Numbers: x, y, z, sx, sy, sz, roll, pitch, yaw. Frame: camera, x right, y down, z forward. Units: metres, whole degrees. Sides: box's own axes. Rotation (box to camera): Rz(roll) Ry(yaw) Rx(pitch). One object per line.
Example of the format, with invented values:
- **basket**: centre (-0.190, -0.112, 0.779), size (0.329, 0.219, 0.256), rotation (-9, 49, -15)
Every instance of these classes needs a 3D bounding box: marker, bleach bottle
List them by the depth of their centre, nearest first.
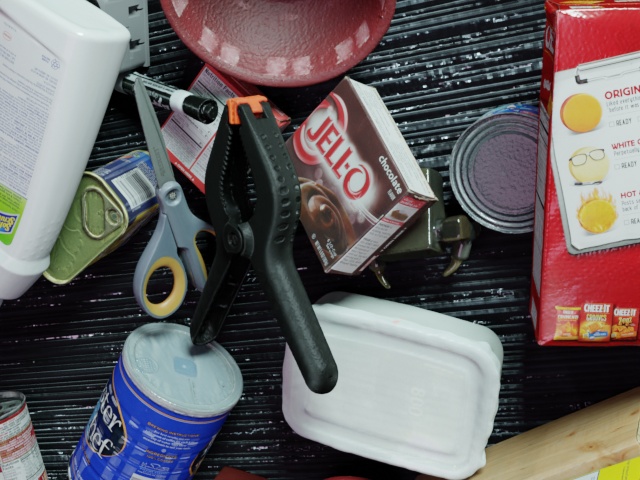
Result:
- **bleach bottle**: centre (-0.223, -0.057, 0.781), size (0.103, 0.068, 0.251), rotation (34, 114, 20)
- **marker**: centre (-0.117, -0.109, 0.800), size (0.121, 0.020, 0.020), rotation (24, 120, 43)

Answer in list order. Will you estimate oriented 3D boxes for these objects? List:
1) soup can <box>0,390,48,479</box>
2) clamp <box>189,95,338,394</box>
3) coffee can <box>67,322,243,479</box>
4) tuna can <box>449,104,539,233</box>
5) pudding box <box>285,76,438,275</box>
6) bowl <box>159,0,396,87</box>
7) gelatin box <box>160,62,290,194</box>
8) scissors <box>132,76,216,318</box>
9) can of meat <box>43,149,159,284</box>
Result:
- **soup can**: centre (-0.294, 0.200, 0.990), size (0.069, 0.068, 0.102), rotation (-4, 108, 24)
- **clamp**: centre (-0.055, 0.001, 0.785), size (0.165, 0.036, 0.210), rotation (2, 102, 49)
- **coffee can**: centre (-0.138, 0.153, 0.888), size (0.103, 0.102, 0.140), rotation (34, 118, 8)
- **tuna can**: centre (0.135, -0.050, 0.738), size (0.086, 0.033, 0.086), rotation (8, 112, 20)
- **pudding box**: centre (0.021, -0.045, 0.757), size (0.090, 0.039, 0.113), rotation (-46, 56, 29)
- **bowl**: centre (-0.028, -0.184, 0.723), size (0.162, 0.055, 0.162), rotation (3, 136, 3)
- **gelatin box**: centre (-0.076, -0.084, 0.816), size (0.073, 0.030, 0.089), rotation (43, 119, 4)
- **scissors**: centre (-0.125, -0.018, 0.801), size (0.016, 0.096, 0.201), rotation (32, 158, 46)
- **can of meat**: centre (-0.174, -0.021, 0.849), size (0.102, 0.083, 0.057), rotation (-38, 91, 29)
